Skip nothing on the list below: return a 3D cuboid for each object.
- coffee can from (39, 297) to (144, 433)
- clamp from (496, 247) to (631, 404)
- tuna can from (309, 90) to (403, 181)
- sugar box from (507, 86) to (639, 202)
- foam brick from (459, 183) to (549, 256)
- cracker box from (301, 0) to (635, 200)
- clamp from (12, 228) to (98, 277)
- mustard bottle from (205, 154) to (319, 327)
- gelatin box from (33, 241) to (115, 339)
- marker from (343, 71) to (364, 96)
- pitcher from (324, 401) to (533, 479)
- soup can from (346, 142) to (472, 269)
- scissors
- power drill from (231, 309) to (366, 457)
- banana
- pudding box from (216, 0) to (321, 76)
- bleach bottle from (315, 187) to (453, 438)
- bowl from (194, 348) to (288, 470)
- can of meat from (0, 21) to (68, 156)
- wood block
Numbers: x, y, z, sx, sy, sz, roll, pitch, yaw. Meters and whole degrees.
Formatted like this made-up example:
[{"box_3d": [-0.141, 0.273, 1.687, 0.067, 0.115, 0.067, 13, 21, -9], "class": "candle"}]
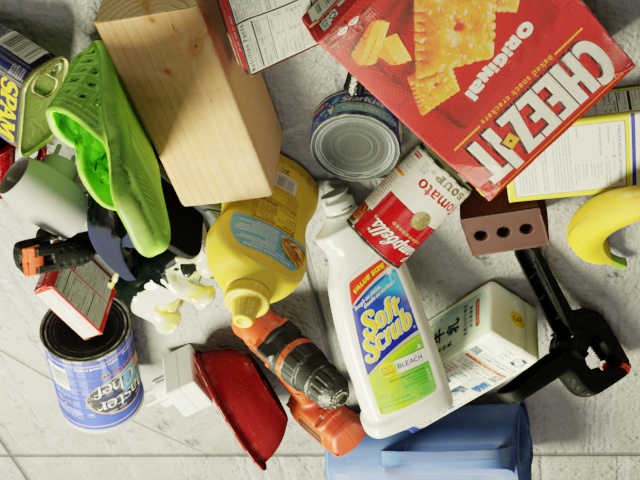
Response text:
[{"box_3d": [-0.263, 0.143, 1.239, 0.103, 0.102, 0.140, 5, 137, 4], "class": "coffee can"}, {"box_3d": [0.254, 0.117, 1.110, 0.209, 0.164, 0.036, 33, 154, -36], "class": "clamp"}, {"box_3d": [0.033, -0.095, 0.988, 0.086, 0.033, 0.086, 5, 137, 4], "class": "tuna can"}, {"box_3d": [0.252, -0.088, 0.954, 0.176, 0.048, 0.093, -6, 135, 11], "class": "sugar box"}, {"box_3d": [0.176, -0.025, 1.026, 0.078, 0.051, 0.053, -10, 134, 19], "class": "foam brick"}, {"box_3d": [0.118, -0.157, 0.843, 0.164, 0.072, 0.213, -44, 118, 14], "class": "cracker box"}, {"box_3d": [-0.246, 0.005, 1.070, 0.120, 0.171, 0.039, -9, 102, 3], "class": "clamp"}, {"box_3d": [-0.057, 0.001, 0.990, 0.096, 0.191, 0.058, 29, 133, -21], "class": "mustard bottle"}, {"box_3d": [-0.267, 0.053, 1.165, 0.030, 0.073, 0.089, -19, 131, 26], "class": "gelatin box"}, {"box_3d": [0.039, -0.172, 0.916, 0.020, 0.020, 0.121, 11, 137, -3], "class": "marker"}, {"box_3d": [0.130, 0.261, 1.280, 0.243, 0.145, 0.149, -4, 125, 18], "class": "pitcher"}, {"box_3d": [0.083, -0.032, 0.995, 0.068, 0.068, 0.102, 38, 102, -28], "class": "soup can"}, {"box_3d": [-0.111, -0.050, 1.037, 0.016, 0.096, 0.201, -30, 110, 36], "class": "scissors"}, {"box_3d": [-0.009, 0.164, 1.192, 0.057, 0.185, 0.187, -39, 136, -13], "class": "power drill"}, {"box_3d": [0.268, -0.015, 0.997, 0.069, 0.037, 0.198, -1, 163, 5], "class": "banana"}, {"box_3d": [-0.025, -0.195, 0.852, 0.113, 0.039, 0.090, -25, 136, -10], "class": "pudding box"}, {"box_3d": [0.050, 0.069, 1.081, 0.102, 0.068, 0.251, -23, 105, -4], "class": "bleach bottle"}, {"box_3d": [-0.084, 0.184, 1.243, 0.055, 0.162, 0.162, -31, 130, -2], "class": "bowl"}, {"box_3d": [-0.279, -0.140, 0.957, 0.084, 0.057, 0.102, 33, 137, 11], "class": "can of meat"}, {"box_3d": [-0.107, -0.136, 0.926, 0.090, 0.090, 0.206, -6, 135, 15], "class": "wood block"}]
